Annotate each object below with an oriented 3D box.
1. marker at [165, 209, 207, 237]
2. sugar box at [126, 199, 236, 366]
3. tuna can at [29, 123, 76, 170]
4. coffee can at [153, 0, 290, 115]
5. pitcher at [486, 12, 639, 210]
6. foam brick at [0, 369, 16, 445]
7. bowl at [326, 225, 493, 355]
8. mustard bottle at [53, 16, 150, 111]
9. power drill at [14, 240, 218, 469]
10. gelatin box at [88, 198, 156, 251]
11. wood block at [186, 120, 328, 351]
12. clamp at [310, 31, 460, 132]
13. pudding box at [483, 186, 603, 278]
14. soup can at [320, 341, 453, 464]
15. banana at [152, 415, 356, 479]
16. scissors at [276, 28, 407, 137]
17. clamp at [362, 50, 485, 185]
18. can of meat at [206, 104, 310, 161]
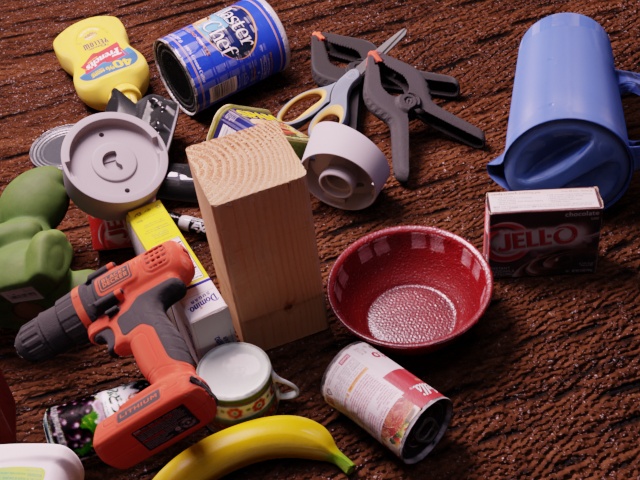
[{"bbox_3d":[-0.125,-0.013,1.174,0.121,0.020,0.020,14,49,21],"label":"marker"},{"bbox_3d":[-0.137,0.048,1.063,0.048,0.093,0.176,-26,48,-17],"label":"sugar box"},{"bbox_3d":[-0.301,-0.100,1.276,0.086,0.034,0.086,-4,45,4],"label":"tuna can"},{"bbox_3d":[-0.123,-0.232,1.335,0.140,0.103,0.103,-30,49,-21],"label":"coffee can"},{"bbox_3d":[0.281,-0.148,1.177,0.149,0.145,0.242,26,42,-11],"label":"pitcher"},{"bbox_3d":[-0.319,0.152,0.995,0.053,0.078,0.051,-11,44,-7],"label":"foam brick"},{"bbox_3d":[0.088,0.059,1.045,0.162,0.055,0.162,-4,45,4],"label":"bowl"},{"bbox_3d":[-0.272,-0.216,1.372,0.096,0.058,0.192,-23,47,-14],"label":"mustard bottle"},{"bbox_3d":[-0.179,0.104,0.942,0.184,0.057,0.188,-31,50,5],"label":"power drill"},{"bbox_3d":[-0.217,-0.036,1.165,0.073,0.089,0.030,-7,5,-1],"label":"gelatin box"},{"bbox_3d":[-0.057,0.002,1.016,0.090,0.206,0.090,-19,46,-11],"label":"wood block"},{"bbox_3d":[0.045,-0.196,1.321,0.164,0.036,0.210,-35,52,-22],"label":"clamp"},{"bbox_3d":[0.221,-0.008,1.069,0.113,0.090,0.039,-5,44,3],"label":"pudding box"},{"bbox_3d":[0.058,0.144,0.956,0.068,0.068,0.102,-38,51,-27],"label":"soup can"},{"bbox_3d":[-0.072,0.195,0.944,0.197,0.037,0.070,-14,44,-6],"label":"banana"},{"bbox_3d":[0.042,-0.180,1.272,0.201,0.016,0.096,-32,50,-7],"label":"scissors"},{"bbox_3d":[0.112,-0.152,1.238,0.120,0.039,0.171,-16,70,-20],"label":"clamp"},{"bbox_3d":[-0.064,-0.109,1.212,0.084,0.057,0.101,33,18,31],"label":"can of meat"}]
